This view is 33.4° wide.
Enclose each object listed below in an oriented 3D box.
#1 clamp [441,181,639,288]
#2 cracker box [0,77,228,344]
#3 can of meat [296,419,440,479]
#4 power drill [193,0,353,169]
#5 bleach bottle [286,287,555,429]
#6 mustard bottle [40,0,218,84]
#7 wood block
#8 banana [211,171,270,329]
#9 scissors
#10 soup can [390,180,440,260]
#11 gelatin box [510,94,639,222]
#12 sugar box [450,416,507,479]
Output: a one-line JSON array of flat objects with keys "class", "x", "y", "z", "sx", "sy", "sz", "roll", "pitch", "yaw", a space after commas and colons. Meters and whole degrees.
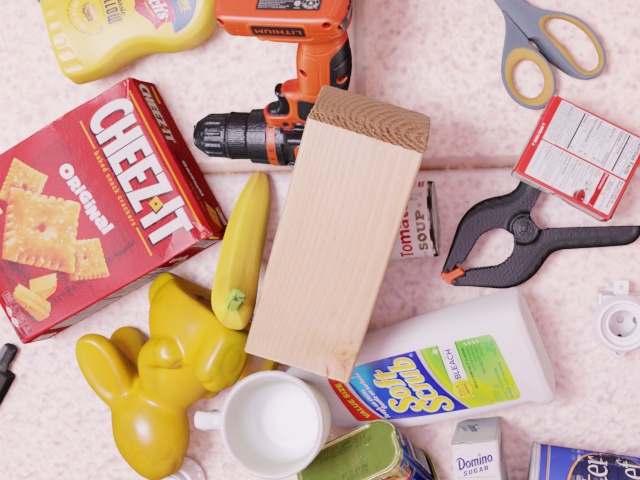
[{"class": "clamp", "x": 0.184, "y": -0.006, "z": 0.913, "sx": 0.171, "sy": 0.039, "sz": 0.120, "roll": -43, "pitch": 79, "yaw": 8}, {"class": "cracker box", "x": -0.215, "y": -0.026, "z": 0.978, "sx": 0.214, "sy": 0.072, "sz": 0.164, "roll": -29, "pitch": 87, "yaw": 11}, {"class": "can of meat", "x": 0.041, "y": 0.205, "z": 0.923, "sx": 0.102, "sy": 0.083, "sz": 0.057, "roll": -28, "pitch": 48, "yaw": 12}, {"class": "power drill", "x": -0.033, "y": -0.133, "z": 0.888, "sx": 0.184, "sy": 0.187, "sz": 0.057, "roll": 1, "pitch": 54, "yaw": 11}, {"class": "bleach bottle", "x": 0.069, "y": 0.124, "z": 0.931, "sx": 0.251, "sy": 0.068, "sz": 0.102, "roll": -20, "pitch": 107, "yaw": 17}, {"class": "mustard bottle", "x": -0.148, "y": -0.212, "z": 0.953, "sx": 0.191, "sy": 0.058, "sz": 0.096, "roll": -17, "pitch": 81, "yaw": 3}, {"class": "wood block", "x": 0.013, "y": -0.005, "z": 0.848, "sx": 0.091, "sy": 0.090, "sz": 0.206, "roll": 17, "pitch": 116, "yaw": 1}, {"class": "banana", "x": -0.065, "y": 0.017, "z": 0.910, "sx": 0.037, "sy": 0.197, "sz": 0.070, "roll": 24, "pitch": 121, "yaw": -14}, {"class": "scissors", "x": 0.151, "y": -0.192, "z": 0.921, "sx": 0.202, "sy": 0.016, "sz": 0.096, "roll": 37, "pitch": 100, "yaw": 8}, {"class": "soup can", "x": 0.050, "y": -0.014, "z": 0.926, "sx": 0.102, "sy": 0.068, "sz": 0.068, "roll": -5, "pitch": 92, "yaw": 11}, {"class": "gelatin box", "x": 0.213, "y": -0.067, "z": 0.879, "sx": 0.089, "sy": 0.030, "sz": 0.073, "roll": 27, "pitch": 88, "yaw": 4}, {"class": "sugar box", "x": 0.142, "y": 0.246, "z": 0.908, "sx": 0.048, "sy": 0.093, "sz": 0.176, "roll": -8, "pitch": 91, "yaw": 12}]
